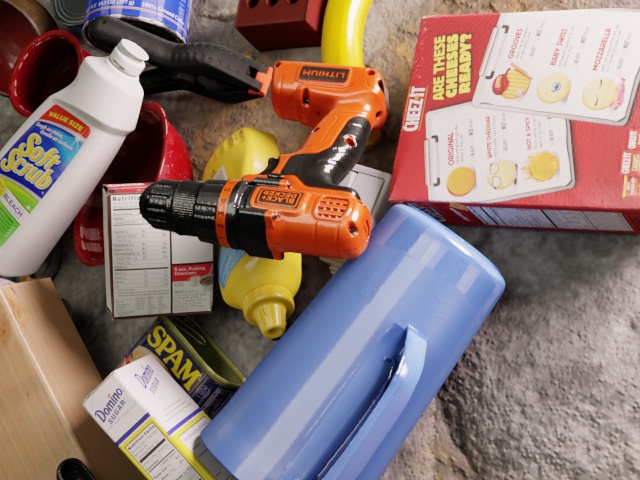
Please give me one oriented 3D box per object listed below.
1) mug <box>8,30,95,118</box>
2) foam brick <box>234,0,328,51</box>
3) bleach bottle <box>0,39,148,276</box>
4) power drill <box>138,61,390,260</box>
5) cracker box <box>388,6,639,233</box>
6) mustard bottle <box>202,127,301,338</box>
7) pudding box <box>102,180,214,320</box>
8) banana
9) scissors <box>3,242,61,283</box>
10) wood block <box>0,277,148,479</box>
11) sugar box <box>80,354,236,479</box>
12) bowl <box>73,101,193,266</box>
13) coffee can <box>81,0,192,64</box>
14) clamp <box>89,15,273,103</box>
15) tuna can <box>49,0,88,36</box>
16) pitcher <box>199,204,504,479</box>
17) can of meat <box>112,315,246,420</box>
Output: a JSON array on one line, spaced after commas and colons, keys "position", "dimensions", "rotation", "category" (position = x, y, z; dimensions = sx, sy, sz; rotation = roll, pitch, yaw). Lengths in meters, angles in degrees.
[{"position": [-0.239, -0.150, 1.061], "dimensions": [0.117, 0.081, 0.093], "rotation": [3, 76, 30], "category": "mug"}, {"position": [-0.033, -0.212, 0.992], "dimensions": [0.078, 0.051, 0.053], "rotation": [0, 73, 28], "category": "foam brick"}, {"position": [-0.245, -0.086, 0.996], "dimensions": [0.103, 0.068, 0.251], "rotation": [48, 113, 21], "category": "bleach bottle"}, {"position": [-0.032, -0.065, 0.849], "dimensions": [0.185, 0.057, 0.187], "rotation": [9, 50, 16], "category": "power drill"}, {"position": [0.174, -0.093, 0.832], "dimensions": [0.214, 0.072, 0.164], "rotation": [3, 74, 30], "category": "cracker box"}, {"position": [-0.055, 0.001, 0.896], "dimensions": [0.096, 0.058, 0.191], "rotation": [-53, 37, 36], "category": "mustard bottle"}, {"position": [-0.135, 0.007, 0.896], "dimensions": [0.039, 0.090, 0.113], "rotation": [-141, 50, -69], "category": "pudding box"}, {"position": [0.032, -0.178, 0.955], "dimensions": [0.070, 0.037, 0.198], "rotation": [1, 74, 30], "category": "banana"}, {"position": [-0.305, 0.077, 1.061], "dimensions": [0.096, 0.016, 0.202], "rotation": [-7, 71, 26], "category": "scissors"}, {"position": [-0.241, 0.146, 0.919], "dimensions": [0.090, 0.090, 0.206], "rotation": [-30, 85, 16], "category": "wood block"}, {"position": [-0.103, 0.172, 0.838], "dimensions": [0.176, 0.093, 0.048], "rotation": [45, 98, 5], "category": "sugar box"}, {"position": [-0.165, -0.044, 0.985], "dimensions": [0.162, 0.055, 0.162], "rotation": [-32, 46, 40], "category": "bowl"}, {"position": [-0.174, -0.259, 1.053], "dimensions": [0.103, 0.102, 0.140], "rotation": [-3, 73, 27], "category": "coffee can"}, {"position": [-0.125, -0.159, 1.010], "dimensions": [0.171, 0.120, 0.039], "rotation": [18, 78, 10], "category": "clamp"}, {"position": [-0.242, -0.259, 1.129], "dimensions": [0.086, 0.033, 0.086], "rotation": [-9, 69, 25], "category": "tuna can"}, {"position": [0.032, 0.098, 0.806], "dimensions": [0.149, 0.144, 0.243], "rotation": [36, 89, 33], "category": "pitcher"}, {"position": [-0.127, 0.122, 0.929], "dimensions": [0.084, 0.057, 0.102], "rotation": [-50, 59, 7], "category": "can of meat"}]
